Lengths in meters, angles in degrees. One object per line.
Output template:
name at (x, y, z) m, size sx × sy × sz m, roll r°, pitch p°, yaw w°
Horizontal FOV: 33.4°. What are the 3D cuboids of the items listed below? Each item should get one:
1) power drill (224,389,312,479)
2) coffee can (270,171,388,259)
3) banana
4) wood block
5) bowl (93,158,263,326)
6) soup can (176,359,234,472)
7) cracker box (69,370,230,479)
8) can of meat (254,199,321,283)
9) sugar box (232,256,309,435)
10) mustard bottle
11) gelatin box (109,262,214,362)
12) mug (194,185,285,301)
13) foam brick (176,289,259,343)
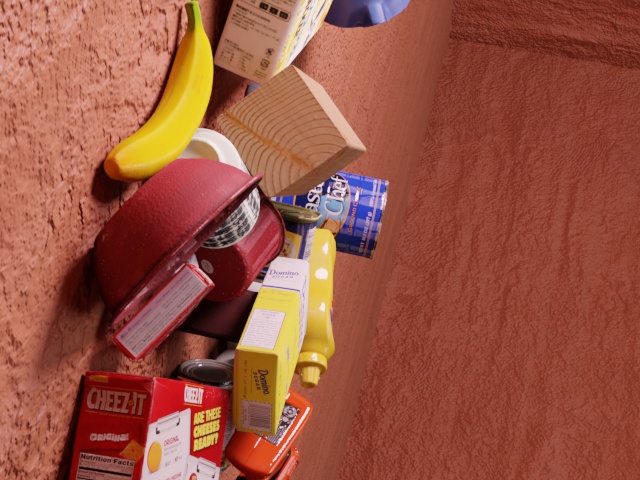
power drill at (-0.071, 0.248, 1.104) m, size 0.184 × 0.057 × 0.188 m, roll -57°, pitch 169°, yaw -39°
coffee can at (0.007, -0.040, 1.348) m, size 0.103 × 0.140 × 0.103 m, roll 24°, pitch 78°, yaw -90°
banana at (-0.123, -0.105, 0.853) m, size 0.069 × 0.037 × 0.197 m, roll 55°, pitch 37°, yaw -39°
wood block at (-0.023, -0.102, 1.057) m, size 0.090 × 0.091 × 0.206 m, roll -34°, pitch 179°, yaw 8°
bowl at (-0.118, -0.011, 0.798) m, size 0.162 × 0.055 × 0.162 m, roll -46°, pitch -179°, yaw 1°
soup can at (-0.121, 0.183, 1.111) m, size 0.068 × 0.068 × 0.102 m, roll -44°, pitch 144°, yaw -74°
cracker box at (-0.147, 0.221, 0.879) m, size 0.164 × 0.072 × 0.213 m, roll 35°, pitch 60°, yaw -70°
can of meat at (-0.058, 0.001, 1.173) m, size 0.057 × 0.102 × 0.084 m, roll -40°, pitch 143°, yaw -75°
sugar box at (-0.044, 0.096, 1.024) m, size 0.176 × 0.048 × 0.093 m, roll -68°, pitch 164°, yaw -60°
mustard bottle at (-0.012, 0.086, 1.269) m, size 0.096 × 0.058 × 0.191 m, roll 109°, pitch -15°, yaw -55°
gelatin box at (-0.128, 0.059, 0.878) m, size 0.089 × 0.030 × 0.073 m, roll -46°, pitch 180°, yaw -4°
mug at (-0.084, -0.003, 1.012) m, size 0.117 × 0.093 × 0.081 m, roll -54°, pitch -178°, yaw 35°
foam brick at (-0.101, 0.072, 1.067) m, size 0.053 × 0.078 × 0.051 m, roll 60°, pitch 41°, yaw -78°
